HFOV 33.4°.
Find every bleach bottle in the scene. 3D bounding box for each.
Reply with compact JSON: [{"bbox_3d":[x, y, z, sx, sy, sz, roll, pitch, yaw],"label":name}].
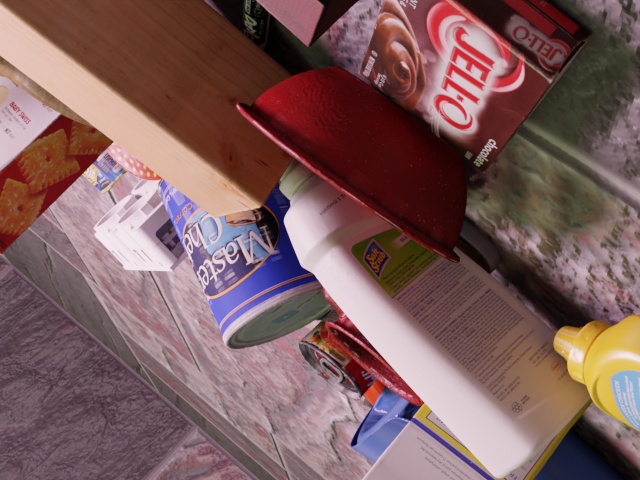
[{"bbox_3d":[0.068,0.034,0.718,0.251,0.102,0.068,47,145,10],"label":"bleach bottle"}]

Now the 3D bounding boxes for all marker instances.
[{"bbox_3d":[-0.042,-0.144,0.698,0.020,0.020,0.121,41,162,7],"label":"marker"}]

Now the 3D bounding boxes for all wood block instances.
[{"bbox_3d":[-0.112,-0.114,0.709,0.206,0.090,0.091,38,161,-19],"label":"wood block"}]

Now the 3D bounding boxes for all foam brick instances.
[{"bbox_3d":[-0.013,-0.153,0.561,0.078,0.051,0.053,43,164,2],"label":"foam brick"}]

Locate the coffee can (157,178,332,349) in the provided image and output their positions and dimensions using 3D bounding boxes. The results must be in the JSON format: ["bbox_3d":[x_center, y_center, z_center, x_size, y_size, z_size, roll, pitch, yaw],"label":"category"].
[{"bbox_3d":[-0.056,0.001,0.846,0.103,0.102,0.140,100,146,-70],"label":"coffee can"}]

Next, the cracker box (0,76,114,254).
[{"bbox_3d":[-0.254,-0.114,0.909,0.164,0.213,0.072,32,161,33],"label":"cracker box"}]

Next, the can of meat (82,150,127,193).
[{"bbox_3d":[-0.251,-0.102,1.192,0.084,0.057,0.102,44,163,-12],"label":"can of meat"}]

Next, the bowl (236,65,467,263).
[{"bbox_3d":[0.031,-0.055,0.631,0.162,0.055,0.162,35,-174,-5],"label":"bowl"}]

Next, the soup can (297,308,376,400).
[{"bbox_3d":[0.039,0.072,0.881,0.068,0.102,0.068,39,162,15],"label":"soup can"}]

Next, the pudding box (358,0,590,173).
[{"bbox_3d":[0.072,-0.093,0.533,0.090,0.039,0.113,41,163,7],"label":"pudding box"}]

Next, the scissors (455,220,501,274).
[{"bbox_3d":[0.048,-0.027,0.779,0.202,0.016,0.096,34,161,27],"label":"scissors"}]

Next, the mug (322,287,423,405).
[{"bbox_3d":[0.055,0.054,0.790,0.117,0.081,0.093,42,169,-2],"label":"mug"}]

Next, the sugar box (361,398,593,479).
[{"bbox_3d":[0.113,0.141,0.757,0.093,0.176,0.048,37,162,16],"label":"sugar box"}]
